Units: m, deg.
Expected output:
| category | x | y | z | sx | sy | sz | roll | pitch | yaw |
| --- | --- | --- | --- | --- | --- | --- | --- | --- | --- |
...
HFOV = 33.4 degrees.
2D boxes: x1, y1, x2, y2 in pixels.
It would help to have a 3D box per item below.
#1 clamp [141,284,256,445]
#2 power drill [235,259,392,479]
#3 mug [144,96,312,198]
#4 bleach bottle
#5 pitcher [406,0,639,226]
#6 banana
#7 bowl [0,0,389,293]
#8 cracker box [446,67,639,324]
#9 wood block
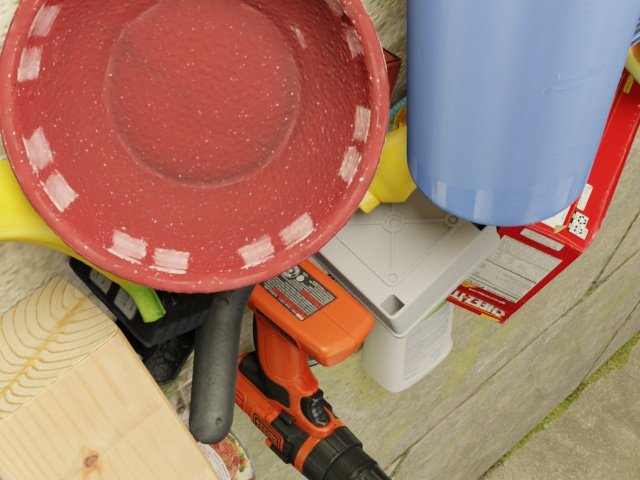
| category | x | y | z | sx | sy | sz | roll | pitch | yaw |
| --- | --- | --- | --- | --- | --- | --- | --- | --- | --- |
| clamp | -0.059 | 0.033 | 0.630 | 0.039 | 0.120 | 0.171 | 12 | 105 | -33 |
| power drill | -0.006 | 0.111 | 0.807 | 0.057 | 0.185 | 0.188 | -33 | 146 | -32 |
| mug | -0.040 | -0.058 | 0.541 | 0.117 | 0.081 | 0.093 | -31 | 155 | -34 |
| bleach bottle | 0.094 | 0.056 | 1.042 | 0.102 | 0.068 | 0.251 | -38 | 156 | -22 |
| pitcher | 0.115 | -0.128 | 0.554 | 0.144 | 0.149 | 0.243 | -56 | 157 | -39 |
| banana | -0.140 | -0.004 | 0.477 | 0.037 | 0.069 | 0.197 | -25 | 159 | 33 |
| bowl | -0.053 | -0.061 | 0.463 | 0.162 | 0.162 | 0.055 | -50 | -169 | 10 |
| cracker box | 0.185 | -0.037 | 0.895 | 0.214 | 0.072 | 0.164 | 111 | 6 | -69 |
| wood block | -0.116 | 0.135 | 0.601 | 0.090 | 0.090 | 0.206 | -38 | 124 | -18 |
